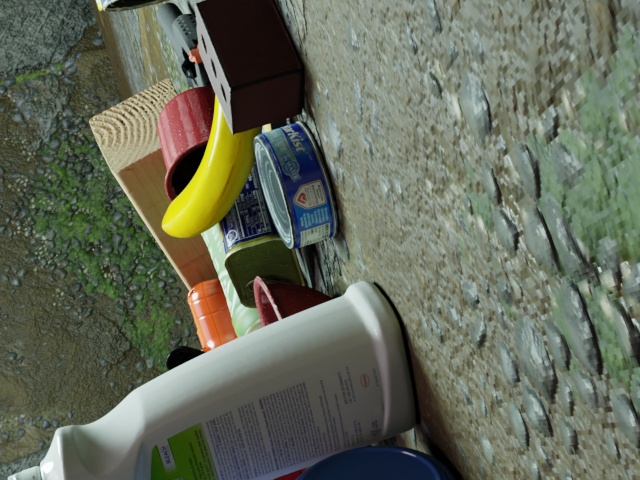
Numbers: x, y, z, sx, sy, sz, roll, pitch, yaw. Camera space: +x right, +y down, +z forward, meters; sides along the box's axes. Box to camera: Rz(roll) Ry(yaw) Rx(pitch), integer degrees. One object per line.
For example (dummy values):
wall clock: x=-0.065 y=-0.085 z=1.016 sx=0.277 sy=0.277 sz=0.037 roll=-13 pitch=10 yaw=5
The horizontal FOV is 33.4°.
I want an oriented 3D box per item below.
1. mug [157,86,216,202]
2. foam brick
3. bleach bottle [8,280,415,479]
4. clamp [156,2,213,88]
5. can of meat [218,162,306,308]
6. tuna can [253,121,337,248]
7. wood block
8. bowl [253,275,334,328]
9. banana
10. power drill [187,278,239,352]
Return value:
mug: x=-0.091 y=-0.077 z=0.949 sx=0.117 sy=0.093 sz=0.081 roll=32 pitch=-152 yaw=-43
foam brick: x=-0.048 y=-0.122 z=0.715 sx=0.053 sy=0.051 sz=0.078 roll=92 pitch=158 yaw=-61
bleach bottle: x=-0.069 y=0.112 z=0.664 sx=0.068 sy=0.250 sz=0.102 roll=-126 pitch=20 yaw=-59
clamp: x=-0.114 y=-0.158 z=1.034 sx=0.210 sy=0.036 sz=0.164 roll=-149 pitch=37 yaw=-75
can of meat: x=-0.053 y=-0.005 z=0.885 sx=0.102 sy=0.057 sz=0.084 roll=75 pitch=179 yaw=-59
tuna can: x=-0.018 y=-0.038 z=0.748 sx=0.086 sy=0.033 sz=0.086 roll=162 pitch=90 yaw=-80
wood block: x=-0.142 y=-0.049 z=1.087 sx=0.090 sy=0.091 sz=0.206 roll=58 pitch=175 yaw=41
bowl: x=0.000 y=0.096 z=0.819 sx=0.162 sy=0.055 sz=0.162 roll=162 pitch=90 yaw=-79
banana: x=-0.079 y=-0.060 z=0.808 sx=0.070 sy=0.037 sz=0.198 roll=63 pitch=142 yaw=39
power drill: x=-0.078 y=0.129 z=1.145 sx=0.187 sy=0.057 sz=0.184 roll=14 pitch=-122 yaw=-84
